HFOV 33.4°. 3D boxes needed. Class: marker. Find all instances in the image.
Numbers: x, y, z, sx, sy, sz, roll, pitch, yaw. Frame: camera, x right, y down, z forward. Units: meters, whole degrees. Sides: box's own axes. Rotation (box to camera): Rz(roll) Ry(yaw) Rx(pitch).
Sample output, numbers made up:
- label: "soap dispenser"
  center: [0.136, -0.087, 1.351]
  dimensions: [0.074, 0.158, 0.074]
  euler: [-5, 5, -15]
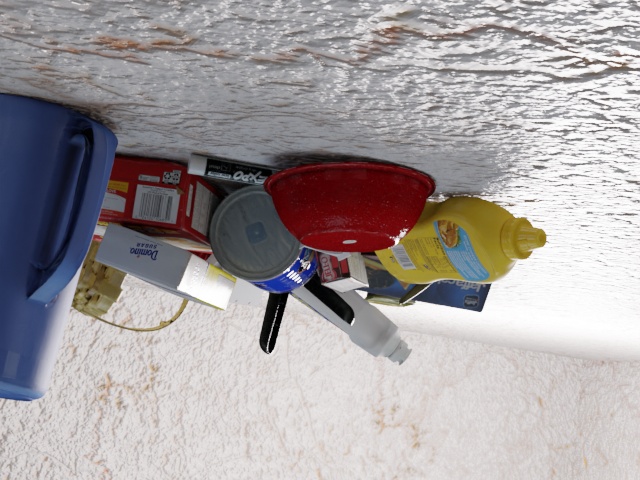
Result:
- label: "marker"
  center: [-0.066, -0.063, 1.023]
  dimensions: [0.121, 0.020, 0.020]
  euler: [10, 173, -12]

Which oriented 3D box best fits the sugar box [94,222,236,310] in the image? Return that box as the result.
- label: "sugar box"
  center: [-0.154, 0.029, 1.099]
  dimensions: [0.093, 0.048, 0.176]
  euler: [19, 171, 12]

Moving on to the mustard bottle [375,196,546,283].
- label: "mustard bottle"
  center: [0.140, 0.000, 1.059]
  dimensions: [0.192, 0.058, 0.096]
  euler: [-1, 128, 47]

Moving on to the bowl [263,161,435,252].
- label: "bowl"
  center: [0.027, -0.025, 0.991]
  dimensions: [0.162, 0.055, 0.162]
  euler: [1, 167, 0]

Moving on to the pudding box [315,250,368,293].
- label: "pudding box"
  center: [0.020, 0.008, 1.189]
  dimensions: [0.039, 0.090, 0.113]
  euler: [-12, 169, 13]

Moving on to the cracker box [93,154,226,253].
- label: "cracker box"
  center: [-0.195, -0.038, 1.153]
  dimensions: [0.164, 0.072, 0.213]
  euler: [7, 174, 8]

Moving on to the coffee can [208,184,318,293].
- label: "coffee can"
  center: [-0.058, 0.001, 1.185]
  dimensions: [0.103, 0.103, 0.140]
  euler: [7, 173, 9]

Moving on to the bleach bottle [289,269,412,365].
- label: "bleach bottle"
  center: [0.014, 0.073, 1.365]
  dimensions: [0.251, 0.068, 0.102]
  euler: [38, 174, -4]

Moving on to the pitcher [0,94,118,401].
- label: "pitcher"
  center: [-0.253, 0.007, 0.894]
  dimensions: [0.145, 0.243, 0.149]
  euler: [10, 166, -2]

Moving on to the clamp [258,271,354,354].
- label: "clamp"
  center: [-0.042, 0.049, 1.273]
  dimensions: [0.120, 0.171, 0.039]
  euler: [-27, 158, 6]

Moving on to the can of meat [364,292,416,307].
- label: "can of meat"
  center: [0.095, 0.041, 1.398]
  dimensions: [0.057, 0.084, 0.102]
  euler: [9, 173, -7]
